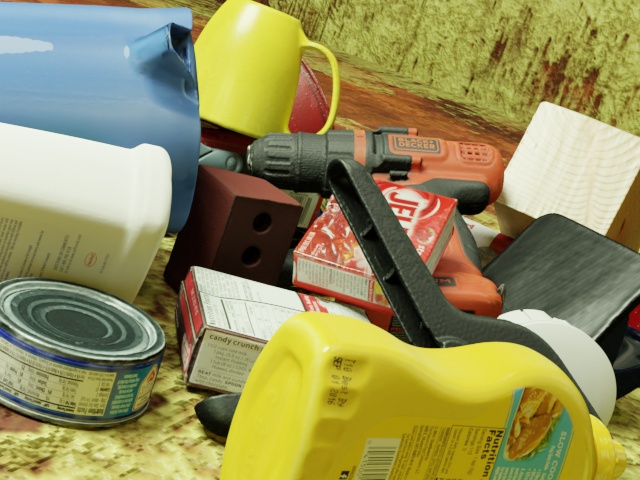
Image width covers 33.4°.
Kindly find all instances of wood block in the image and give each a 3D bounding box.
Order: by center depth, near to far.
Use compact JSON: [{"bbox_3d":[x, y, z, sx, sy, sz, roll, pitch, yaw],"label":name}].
[{"bbox_3d":[0.208,-0.016,0.872,0.090,0.091,0.206,25,-12,22],"label":"wood block"}]

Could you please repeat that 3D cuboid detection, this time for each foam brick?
[{"bbox_3d":[-0.054,0.001,0.660,0.052,0.078,0.051,9,17,-37],"label":"foam brick"}]

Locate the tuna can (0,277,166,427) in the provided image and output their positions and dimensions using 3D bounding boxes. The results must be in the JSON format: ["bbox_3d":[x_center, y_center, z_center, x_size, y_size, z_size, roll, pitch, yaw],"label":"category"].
[{"bbox_3d":[-0.115,0.049,0.489,0.086,0.034,0.086,18,14,-5],"label":"tuna can"}]

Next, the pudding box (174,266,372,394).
[{"bbox_3d":[-0.021,0.057,0.579,0.113,0.039,0.090,14,16,-15],"label":"pudding box"}]

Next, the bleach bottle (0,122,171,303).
[{"bbox_3d":[-0.206,-0.026,0.512,0.250,0.103,0.068,14,42,-21],"label":"bleach bottle"}]

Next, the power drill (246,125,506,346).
[{"bbox_3d":[0.041,-0.009,0.710,0.184,0.057,0.187,2,42,-3],"label":"power drill"}]

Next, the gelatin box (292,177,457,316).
[{"bbox_3d":[0.034,0.000,0.632,0.073,0.030,0.089,16,43,16],"label":"gelatin box"}]

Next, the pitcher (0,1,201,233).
[{"bbox_3d":[-0.195,-0.068,0.607,0.242,0.149,0.145,2,20,-17],"label":"pitcher"}]

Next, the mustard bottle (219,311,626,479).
[{"bbox_3d":[0.058,0.088,0.450,0.191,0.096,0.058,11,17,-31],"label":"mustard bottle"}]

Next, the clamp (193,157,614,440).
[{"bbox_3d":[0.060,0.058,0.538,0.210,0.164,0.036,24,-28,-7],"label":"clamp"}]
